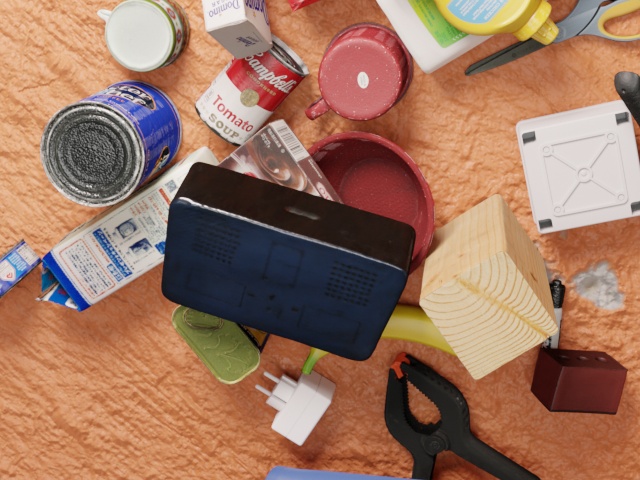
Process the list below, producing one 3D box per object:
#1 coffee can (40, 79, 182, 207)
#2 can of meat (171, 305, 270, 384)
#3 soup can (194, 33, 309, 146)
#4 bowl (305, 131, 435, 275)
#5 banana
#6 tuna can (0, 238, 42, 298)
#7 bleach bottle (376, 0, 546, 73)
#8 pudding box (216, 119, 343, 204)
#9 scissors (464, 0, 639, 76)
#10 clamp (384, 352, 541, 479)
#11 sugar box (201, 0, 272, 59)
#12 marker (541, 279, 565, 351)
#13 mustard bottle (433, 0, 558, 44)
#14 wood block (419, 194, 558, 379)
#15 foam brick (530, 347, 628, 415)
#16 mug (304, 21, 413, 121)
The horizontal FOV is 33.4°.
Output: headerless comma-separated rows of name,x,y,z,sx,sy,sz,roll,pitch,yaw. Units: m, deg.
coffee can,-0.205,-0.100,1.064,0.103,0.140,0.103,2,107,7
can of meat,-0.102,0.090,1.135,0.057,0.084,0.102,-37,98,16
soup can,-0.070,-0.152,1.067,0.068,0.068,0.102,42,108,-5
bowl,0.048,-0.034,1.079,0.162,0.055,0.162,8,108,24
banana,0.076,0.101,1.133,0.198,0.037,0.069,-5,89,6
tuna can,-0.343,0.038,1.154,0.086,0.086,0.033,-38,100,17
bleach bottle,0.180,-0.264,1.000,0.251,0.068,0.102,-32,103,14
pudding box,-0.042,-0.051,1.064,0.090,0.039,0.113,-35,87,30
scissors,0.234,-0.221,1.029,0.202,0.016,0.096,-7,104,10
clamp,0.139,0.216,1.159,0.165,0.036,0.210,-17,102,22
sugar box,-0.087,-0.267,0.990,0.048,0.093,0.176,-15,81,11
marker,0.243,0.099,1.121,0.020,0.020,0.121,5,107,7
mustard bottle,0.136,-0.239,0.944,0.191,0.058,0.096,37,107,-14
wood block,0.159,0.036,1.017,0.090,0.206,0.091,-33,99,15
foam brick,0.265,0.145,1.102,0.078,0.053,0.051,5,106,-16
mug,0.032,-0.156,1.043,0.117,0.081,0.093,-33,100,16
